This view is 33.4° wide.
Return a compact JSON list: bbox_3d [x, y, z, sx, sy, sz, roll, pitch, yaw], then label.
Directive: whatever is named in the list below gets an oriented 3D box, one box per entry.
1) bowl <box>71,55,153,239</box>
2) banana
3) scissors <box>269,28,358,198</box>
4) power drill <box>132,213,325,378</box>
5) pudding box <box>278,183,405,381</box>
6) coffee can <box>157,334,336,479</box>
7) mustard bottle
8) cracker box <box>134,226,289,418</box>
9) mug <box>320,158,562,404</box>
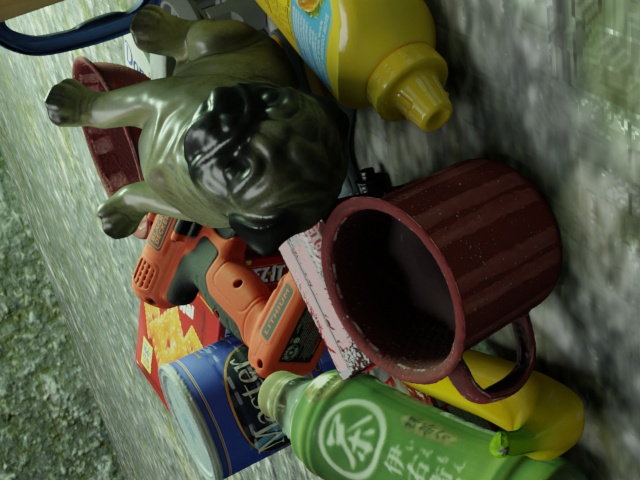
[{"bbox_3d":[-0.154,-0.085,0.901,0.162,0.055,0.162,51,154,37],"label":"bowl"},{"bbox_3d":[0.090,0.081,0.571,0.198,0.069,0.037,-162,89,-76],"label":"banana"},{"bbox_3d":[0.019,-0.048,0.678,0.202,0.016,0.096,65,161,1],"label":"scissors"},{"bbox_3d":[-0.055,0.001,0.801,0.188,0.057,0.184,38,111,39],"label":"power drill"},{"bbox_3d":[0.030,0.020,0.592,0.039,0.113,0.090,-28,84,28],"label":"pudding box"},{"bbox_3d":[-0.045,0.118,0.857,0.103,0.140,0.103,53,158,33],"label":"coffee can"},{"bbox_3d":[0.007,-0.125,0.550,0.192,0.058,0.096,55,161,30],"label":"mustard bottle"},{"bbox_3d":[-0.105,0.064,0.973,0.164,0.072,0.214,44,134,46],"label":"cracker box"},{"bbox_3d":[0.066,0.020,0.509,0.117,0.081,0.093,62,146,4],"label":"mug"}]
